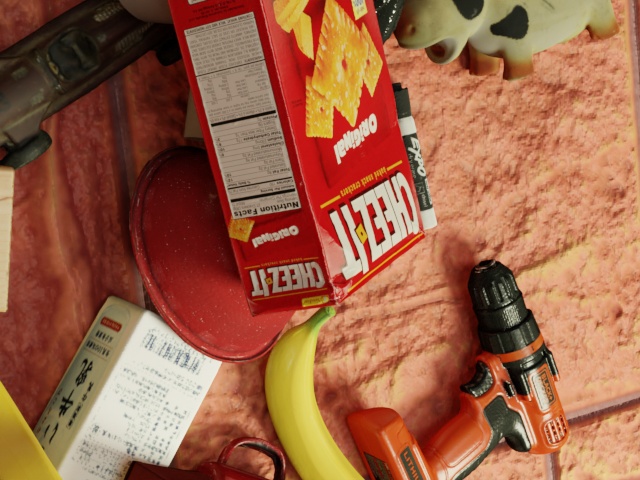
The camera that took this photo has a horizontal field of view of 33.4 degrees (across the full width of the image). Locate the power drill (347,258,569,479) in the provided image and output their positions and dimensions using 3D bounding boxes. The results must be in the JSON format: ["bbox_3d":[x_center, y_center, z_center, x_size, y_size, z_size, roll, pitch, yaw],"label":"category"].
[{"bbox_3d":[0.116,0.131,0.885,0.187,0.057,0.184,-30,107,-23],"label":"power drill"}]

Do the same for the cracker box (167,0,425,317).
[{"bbox_3d":[-0.006,-0.078,0.701,0.164,0.072,0.214,-32,110,-60],"label":"cracker box"}]

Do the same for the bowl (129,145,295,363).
[{"bbox_3d":[-0.055,0.001,0.740,0.161,0.055,0.162,31,48,-42],"label":"bowl"}]

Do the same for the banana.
[{"bbox_3d":[-0.001,0.146,0.823,0.037,0.070,0.198,-52,131,-60],"label":"banana"}]

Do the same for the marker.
[{"bbox_3d":[0.073,-0.069,0.868,0.020,0.020,0.121,-19,103,-26],"label":"marker"}]

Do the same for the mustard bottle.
[{"bbox_3d":[-0.220,0.112,0.656,0.058,0.096,0.192,-22,61,-34],"label":"mustard bottle"}]

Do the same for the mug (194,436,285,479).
[{"bbox_3d":[-0.057,0.201,0.786,0.081,0.093,0.117,25,60,-23],"label":"mug"}]
